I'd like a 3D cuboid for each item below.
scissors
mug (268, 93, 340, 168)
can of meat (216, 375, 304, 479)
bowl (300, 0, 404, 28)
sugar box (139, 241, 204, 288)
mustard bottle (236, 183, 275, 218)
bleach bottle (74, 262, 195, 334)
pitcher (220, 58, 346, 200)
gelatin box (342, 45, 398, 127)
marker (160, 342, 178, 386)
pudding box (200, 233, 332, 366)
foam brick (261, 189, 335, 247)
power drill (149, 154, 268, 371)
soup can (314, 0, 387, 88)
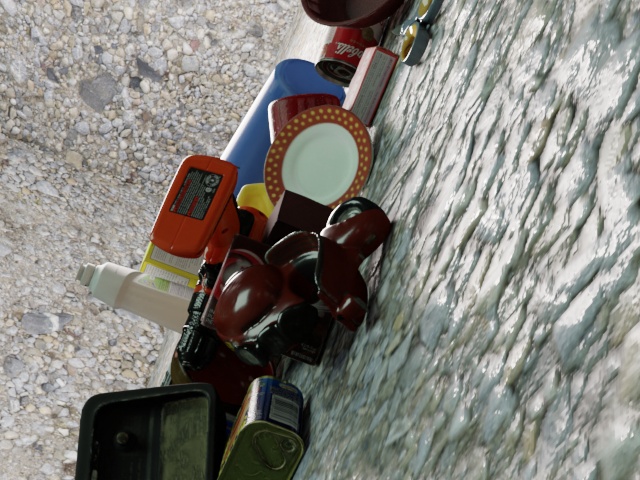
[{"bbox_3d":[0.101,-0.236,1.113,0.201,0.016,0.096,-88,23,-65],"label":"scissors"},{"bbox_3d":[-0.020,-0.115,1.203,0.117,0.093,0.081,-15,80,63],"label":"mug"},{"bbox_3d":[-0.052,0.181,0.937,0.084,0.057,0.102,-84,18,-67],"label":"can of meat"},{"bbox_3d":[0.056,-0.311,1.280,0.162,0.055,0.162,-17,57,27],"label":"bowl"},{"bbox_3d":[-0.164,0.039,1.535,0.048,0.176,0.093,123,166,-45],"label":"sugar box"},{"bbox_3d":[-0.058,0.002,1.266,0.191,0.058,0.096,61,-157,-76],"label":"mustard bottle"},{"bbox_3d":[-0.207,0.084,1.445,0.102,0.250,0.068,-119,51,-79],"label":"bleach bottle"},{"bbox_3d":[-0.055,-0.135,1.500,0.243,0.144,0.149,-57,26,38],"label":"pitcher"},{"bbox_3d":[0.053,-0.175,1.209,0.073,0.030,0.089,-124,56,-79],"label":"gelatin box"},{"bbox_3d":[-0.175,0.167,1.227,0.020,0.020,0.121,-94,27,-70],"label":"marker"},{"bbox_3d":[-0.043,0.055,0.984,0.039,0.113,0.090,153,137,-83],"label":"pudding box"},{"bbox_3d":[-0.014,-0.005,1.068,0.051,0.078,0.053,-76,11,-47],"label":"foam brick"},{"bbox_3d":[-0.110,0.018,1.036,0.187,0.057,0.184,77,-151,-63],"label":"power drill"},{"bbox_3d":[0.041,-0.252,1.342,0.069,0.068,0.102,139,152,-72],"label":"soup can"}]
